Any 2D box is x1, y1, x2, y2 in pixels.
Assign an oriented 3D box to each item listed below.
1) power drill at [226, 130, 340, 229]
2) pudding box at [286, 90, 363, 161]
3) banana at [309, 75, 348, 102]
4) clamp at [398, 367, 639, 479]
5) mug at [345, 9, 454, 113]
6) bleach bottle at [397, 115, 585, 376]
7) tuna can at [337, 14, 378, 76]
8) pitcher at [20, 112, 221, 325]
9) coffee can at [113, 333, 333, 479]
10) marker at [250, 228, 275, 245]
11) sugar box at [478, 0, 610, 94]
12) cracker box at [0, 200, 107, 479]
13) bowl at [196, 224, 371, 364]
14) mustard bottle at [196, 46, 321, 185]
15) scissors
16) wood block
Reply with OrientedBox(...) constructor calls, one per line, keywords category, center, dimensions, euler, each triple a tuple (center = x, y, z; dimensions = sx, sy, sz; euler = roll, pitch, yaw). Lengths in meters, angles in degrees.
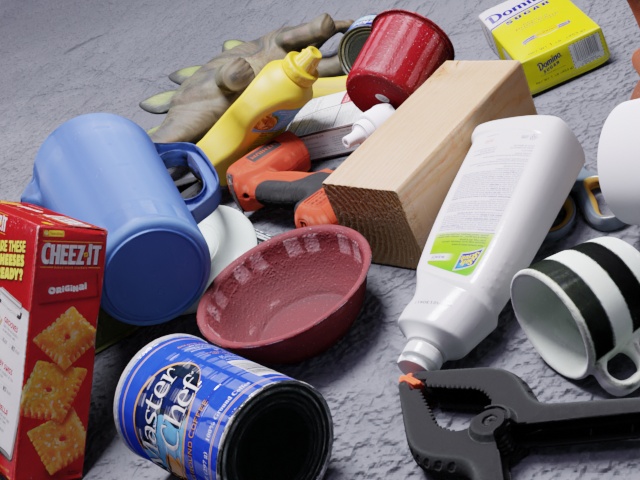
OrientedBox(category="power drill", center=(0.007, -0.069, 1.089), dimensions=(0.184, 0.057, 0.188), euler=(-35, 29, -29))
OrientedBox(category="pudding box", center=(0.021, -0.131, 1.198), dimensions=(0.114, 0.039, 0.090), euler=(-12, 33, 27))
OrientedBox(category="banana", center=(0.048, -0.180, 1.232), dimensions=(0.198, 0.037, 0.069), euler=(-7, -8, 19))
OrientedBox(category="clamp", center=(0.114, 0.138, 0.701), dimensions=(0.164, 0.036, 0.210), euler=(-41, 31, -25))
OrientedBox(category="mug", center=(0.081, -0.163, 1.078), dimensions=(0.093, 0.117, 0.081), euler=(12, 60, 32))
OrientedBox(category="bleach bottle", center=(0.124, 0.007, 0.862), dimensions=(0.103, 0.068, 0.250), euler=(-4, 44, 47))
OrientedBox(category="tuna can", center=(0.066, -0.222, 1.256), dimensions=(0.086, 0.086, 0.033), euler=(-6, 34, 32))
OrientedBox(category="pitcher", center=(-0.179, -0.025, 1.018), dimensions=(0.149, 0.144, 0.243), euler=(-56, 34, 10))
OrientedBox(category="coffee can", center=(-0.074, 0.134, 0.788), dimensions=(0.102, 0.103, 0.141), euler=(-42, 34, -26))
OrientedBox(category="marker", center=(-0.057, 0.001, 1.068), dimensions=(0.020, 0.020, 0.121), euler=(-39, 32, -21))
OrientedBox(category="sugar box", center=(0.239, -0.224, 1.164), dimensions=(0.093, 0.048, 0.176), euler=(-24, 31, 5))
OrientedBox(category="cracker box", center=(-0.256, 0.081, 0.920), dimensions=(0.071, 0.214, 0.164), euler=(3, 8, -39))
OrientedBox(category="bowl", center=(-0.023, 0.056, 0.919), dimensions=(0.162, 0.055, 0.162), euler=(-20, 30, 12))
OrientedBox(category="mustard bottle", center=(-0.062, -0.139, 1.159), dimensions=(0.192, 0.058, 0.096), euler=(-44, -13, 33))
OrientedBox(category="scissors", center=(0.209, -0.055, 0.952), dimensions=(0.096, 0.016, 0.202), euler=(-26, 29, 1))
OrientedBox(category="wood block", center=(0.108, -0.075, 0.988), dimensions=(0.091, 0.090, 0.205), euler=(8, 44, 44))
